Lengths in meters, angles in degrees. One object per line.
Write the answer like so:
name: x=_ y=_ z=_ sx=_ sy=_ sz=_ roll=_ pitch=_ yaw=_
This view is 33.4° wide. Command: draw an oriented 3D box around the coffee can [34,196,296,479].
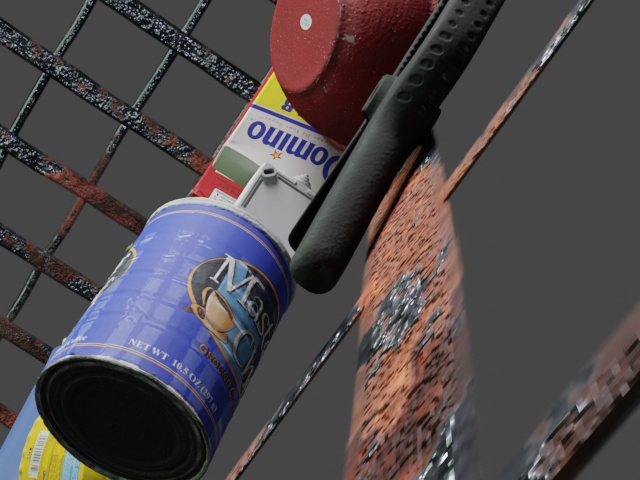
coffee can: x=-0.084 y=0.056 z=0.614 sx=0.103 sy=0.103 sz=0.140 roll=-51 pitch=8 yaw=43

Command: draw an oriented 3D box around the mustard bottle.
mustard bottle: x=-0.143 y=0.147 z=0.698 sx=0.192 sy=0.058 sz=0.096 roll=-16 pitch=57 yaw=59

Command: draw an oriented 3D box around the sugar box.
sugar box: x=0.001 y=-0.104 z=0.821 sx=0.176 sy=0.093 sz=0.048 roll=-61 pitch=7 yaw=-29

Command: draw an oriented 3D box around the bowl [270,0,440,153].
bowl: x=0.011 y=-0.140 z=0.717 sx=0.162 sy=0.055 sz=0.162 roll=-14 pitch=73 yaw=57

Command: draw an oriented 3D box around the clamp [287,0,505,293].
clamp: x=0.040 y=-0.065 z=0.586 sx=0.210 sy=0.036 sz=0.164 roll=-58 pitch=6 yaw=-3
